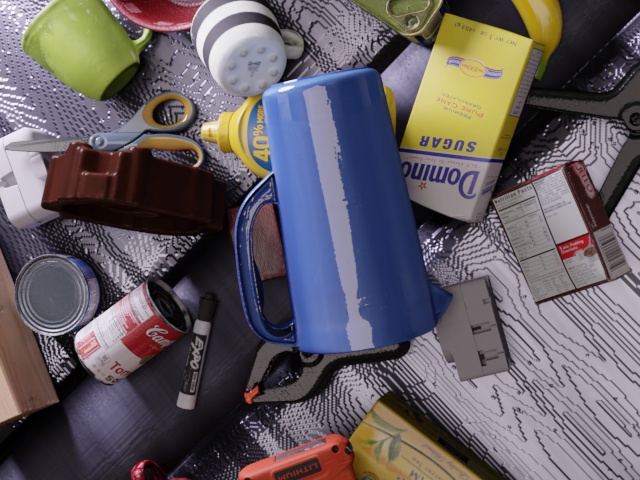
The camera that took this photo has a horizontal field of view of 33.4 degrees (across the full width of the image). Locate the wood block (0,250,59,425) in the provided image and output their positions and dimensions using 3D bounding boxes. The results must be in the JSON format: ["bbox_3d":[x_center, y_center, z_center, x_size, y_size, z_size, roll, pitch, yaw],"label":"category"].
[{"bbox_3d":[-0.367,0.096,1.123,0.091,0.090,0.206,-24,85,13],"label":"wood block"}]

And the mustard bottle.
[{"bbox_3d":[-0.024,-0.105,1.047,0.192,0.058,0.096,2,92,15],"label":"mustard bottle"}]

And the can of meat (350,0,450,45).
[{"bbox_3d":[0.071,-0.230,1.006,0.102,0.084,0.057,36,99,11],"label":"can of meat"}]

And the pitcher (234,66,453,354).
[{"bbox_3d":[0.011,-0.024,0.953,0.145,0.148,0.243,-6,98,41],"label":"pitcher"}]

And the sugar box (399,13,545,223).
[{"bbox_3d":[0.133,-0.113,0.996,0.093,0.048,0.176,23,101,25],"label":"sugar box"}]

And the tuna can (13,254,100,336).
[{"bbox_3d":[-0.277,0.057,1.127,0.086,0.033,0.086,0,91,14],"label":"tuna can"}]

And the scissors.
[{"bbox_3d":[-0.214,-0.117,1.091,0.201,0.016,0.096,12,85,-3],"label":"scissors"}]

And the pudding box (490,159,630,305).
[{"bbox_3d":[0.217,-0.006,0.975,0.090,0.039,0.113,-25,85,48],"label":"pudding box"}]

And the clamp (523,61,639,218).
[{"bbox_3d":[0.280,-0.115,0.979,0.210,0.036,0.164,-35,83,16],"label":"clamp"}]

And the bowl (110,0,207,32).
[{"bbox_3d":[-0.140,-0.286,1.074,0.162,0.055,0.162,0,91,14],"label":"bowl"}]

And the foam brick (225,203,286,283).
[{"bbox_3d":[-0.057,0.001,1.060,0.051,0.053,0.078,-13,89,14],"label":"foam brick"}]

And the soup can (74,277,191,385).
[{"bbox_3d":[-0.192,0.093,1.089,0.102,0.068,0.068,-36,83,13],"label":"soup can"}]

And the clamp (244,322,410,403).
[{"bbox_3d":[-0.010,0.096,1.058,0.171,0.039,0.120,-29,77,6],"label":"clamp"}]

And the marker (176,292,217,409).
[{"bbox_3d":[-0.126,0.113,1.097,0.020,0.020,0.121,13,94,14],"label":"marker"}]

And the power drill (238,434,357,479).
[{"bbox_3d":[-0.007,0.284,0.966,0.184,0.057,0.187,-21,89,-4],"label":"power drill"}]

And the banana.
[{"bbox_3d":[0.167,-0.246,1.005,0.070,0.037,0.198,-40,82,11],"label":"banana"}]
